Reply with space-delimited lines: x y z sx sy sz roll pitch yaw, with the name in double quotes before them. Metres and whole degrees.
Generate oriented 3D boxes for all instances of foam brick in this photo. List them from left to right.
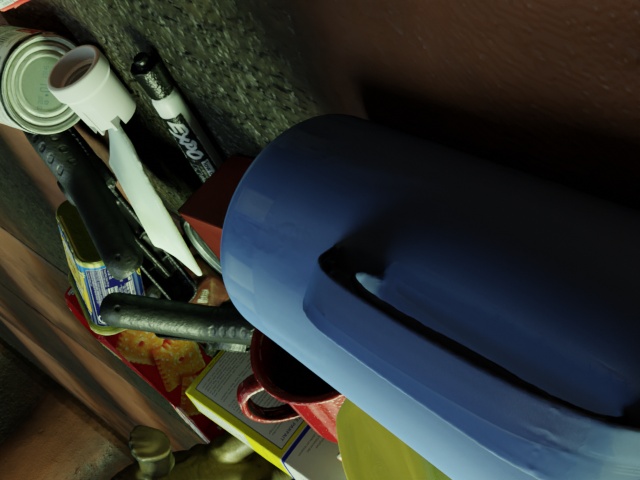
"foam brick" -0.036 -0.006 0.649 0.051 0.053 0.078 18 152 50

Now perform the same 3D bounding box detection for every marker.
"marker" -0.082 -0.067 0.651 0.020 0.020 0.121 25 155 40

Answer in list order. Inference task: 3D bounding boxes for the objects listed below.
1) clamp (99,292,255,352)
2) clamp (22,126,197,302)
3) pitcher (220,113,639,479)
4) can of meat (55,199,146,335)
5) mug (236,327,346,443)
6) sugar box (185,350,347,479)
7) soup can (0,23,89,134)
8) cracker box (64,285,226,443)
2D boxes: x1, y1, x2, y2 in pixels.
"clamp" -0.067 0.064 0.789 0.171 0.039 0.120 9 177 5
"clamp" -0.168 -0.037 0.800 0.210 0.036 0.164 52 179 19
"pitcher" 0.064 0.032 0.411 0.243 0.144 0.149 28 150 41
"can of meat" -0.194 0.018 0.944 0.102 0.057 0.084 54 156 43
"mug" 0.002 0.087 0.695 0.081 0.117 0.093 56 -173 -49
"sugar box" -0.016 0.141 0.874 0.176 0.093 0.048 31 160 30
"soup can" -0.207 -0.111 0.722 0.102 0.068 0.068 19 151 47
"cracker box" -0.163 0.124 1.128 0.213 0.072 0.164 50 168 -27
